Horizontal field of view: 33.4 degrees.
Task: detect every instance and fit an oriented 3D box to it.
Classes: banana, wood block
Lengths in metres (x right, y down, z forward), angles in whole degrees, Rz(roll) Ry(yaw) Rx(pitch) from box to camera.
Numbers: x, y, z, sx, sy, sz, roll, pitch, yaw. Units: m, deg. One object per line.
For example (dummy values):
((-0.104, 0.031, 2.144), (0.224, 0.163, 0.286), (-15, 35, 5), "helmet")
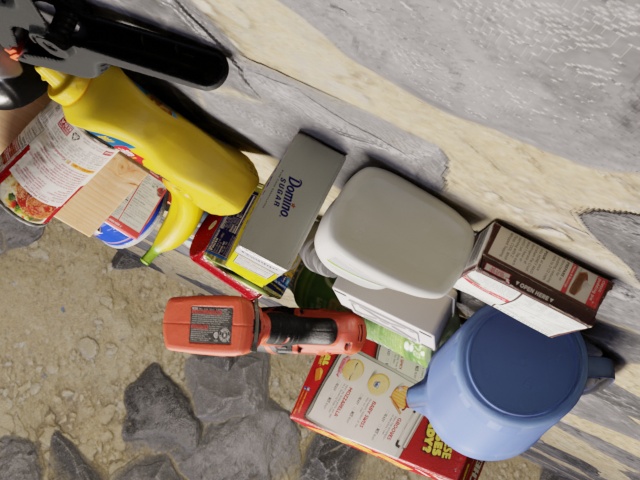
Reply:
((-0.145, -0.035, 1.107), (0.037, 0.069, 0.198), (35, 149, 5), "banana")
((-0.266, -0.102, 0.952), (0.205, 0.091, 0.090), (34, -164, -40), "wood block")

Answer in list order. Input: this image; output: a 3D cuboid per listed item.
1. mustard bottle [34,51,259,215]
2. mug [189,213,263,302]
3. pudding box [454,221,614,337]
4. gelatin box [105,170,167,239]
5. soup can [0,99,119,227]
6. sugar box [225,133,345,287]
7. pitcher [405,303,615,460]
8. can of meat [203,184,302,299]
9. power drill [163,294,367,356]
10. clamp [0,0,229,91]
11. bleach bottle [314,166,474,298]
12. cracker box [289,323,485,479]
((-0.140, -0.089, 0.832), (0.191, 0.058, 0.096), (35, 179, -37), "mustard bottle")
((-0.085, 0.013, 1.130), (0.081, 0.093, 0.117), (36, -160, -21), "mug")
((0.144, 0.030, 0.749), (0.090, 0.039, 0.113), (26, 173, 2), "pudding box")
((-0.198, -0.057, 1.094), (0.030, 0.089, 0.073), (24, 171, 44), "gelatin box")
((-0.220, -0.069, 0.886), (0.068, 0.102, 0.068), (43, -163, -17), "soup can")
((-0.031, -0.019, 0.809), (0.048, 0.093, 0.176), (27, 171, -2), "sugar box")
((0.175, 0.123, 0.958), (0.145, 0.149, 0.243), (41, 171, 11), "pitcher")
((-0.057, 0.001, 1.027), (0.058, 0.084, 0.102), (21, 169, 37), "can of meat")
((-0.072, 0.088, 1.086), (0.185, 0.057, 0.187), (-3, 174, 34), "power drill")
((-0.157, -0.135, 0.687), (0.164, 0.036, 0.210), (31, 166, -22), "clamp")
((0.035, 0.001, 0.829), (0.102, 0.068, 0.251), (29, 173, -8), "bleach bottle")
((0.095, 0.163, 1.182), (0.214, 0.164, 0.072), (16, 165, 31), "cracker box")
